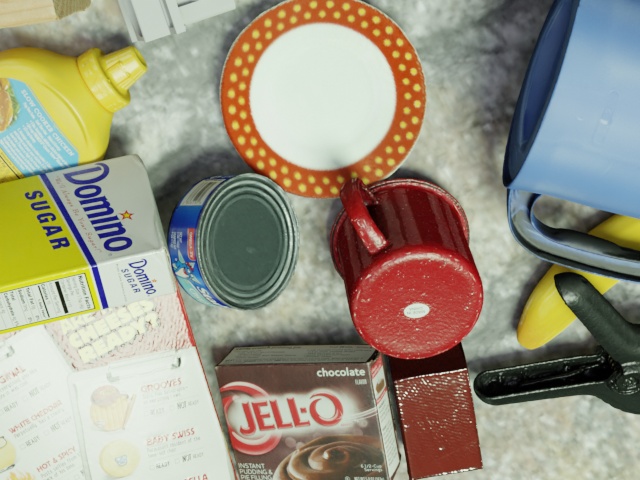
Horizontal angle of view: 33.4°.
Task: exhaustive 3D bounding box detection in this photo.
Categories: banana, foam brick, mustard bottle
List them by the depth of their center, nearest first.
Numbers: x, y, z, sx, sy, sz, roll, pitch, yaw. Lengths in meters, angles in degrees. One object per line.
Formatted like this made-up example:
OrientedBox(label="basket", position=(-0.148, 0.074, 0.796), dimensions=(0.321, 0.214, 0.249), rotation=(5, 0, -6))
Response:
OrientedBox(label="mustard bottle", position=(-0.192, -0.065, 0.667), dimensions=(0.192, 0.058, 0.096), rotation=(-30, 112, 10))
OrientedBox(label="banana", position=(0.212, 0.008, 0.693), dimensions=(0.198, 0.037, 0.069), rotation=(-23, 103, 8))
OrientedBox(label="foam brick", position=(0.077, 0.113, 0.721), dimensions=(0.051, 0.053, 0.078), rotation=(-9, 106, 4))

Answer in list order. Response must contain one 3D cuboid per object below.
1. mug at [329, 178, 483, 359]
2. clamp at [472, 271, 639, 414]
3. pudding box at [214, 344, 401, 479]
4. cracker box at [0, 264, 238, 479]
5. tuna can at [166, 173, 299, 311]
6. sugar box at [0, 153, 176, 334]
OrientedBox(label="mug", position=(0.049, 0.011, 0.662), dimensions=(0.093, 0.081, 0.117), rotation=(-29, 118, 12))
OrientedBox(label="clamp", position=(0.189, 0.085, 0.705), dimensions=(0.171, 0.039, 0.120), rotation=(22, 135, -21))
OrientedBox(label="pudding box", position=(-0.008, 0.117, 0.718), dimensions=(0.114, 0.039, 0.090), rotation=(-5, 108, 19))
OrientedBox(label="cracker box", position=(-0.152, 0.120, 0.700), dimensions=(0.164, 0.072, 0.214), rotation=(-19, 106, -13))
OrientedBox(label="tuna can", position=(-0.054, 0.001, 0.673), dimensions=(0.034, 0.085, 0.086), rotation=(2, 113, 44))
OrientedBox(label="sugar box", position=(-0.181, 0.007, 0.628), dimensions=(0.176, 0.093, 0.048), rotation=(-16, 136, -8))
